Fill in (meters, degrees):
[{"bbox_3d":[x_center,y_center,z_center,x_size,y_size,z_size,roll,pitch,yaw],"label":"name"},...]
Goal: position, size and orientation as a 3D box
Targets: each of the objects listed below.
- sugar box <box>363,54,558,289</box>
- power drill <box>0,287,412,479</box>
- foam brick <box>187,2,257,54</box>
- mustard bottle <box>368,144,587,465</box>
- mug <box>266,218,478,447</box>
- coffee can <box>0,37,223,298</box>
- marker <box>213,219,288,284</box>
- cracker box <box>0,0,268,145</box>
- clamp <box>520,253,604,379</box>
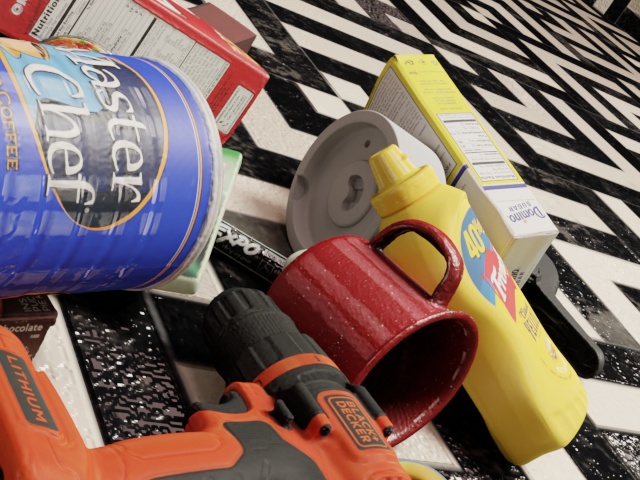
[{"bbox_3d":[0.085,-0.038,0.735,0.048,0.093,0.176,-8,53,-31],"label":"sugar box"},{"bbox_3d":[-0.058,0.073,0.434,0.187,0.057,0.185,7,27,-37],"label":"power drill"},{"bbox_3d":[-0.095,-0.153,0.859,0.051,0.053,0.078,34,24,4],"label":"foam brick"},{"bbox_3d":[0.085,0.030,0.623,0.191,0.058,0.096,58,22,-5],"label":"mustard bottle"},{"bbox_3d":[0.027,0.041,0.554,0.093,0.117,0.082,14,24,-51],"label":"mug"},{"bbox_3d":[-0.122,-0.028,0.414,0.103,0.103,0.140,45,27,27],"label":"coffee can"},{"bbox_3d":[-0.054,0.001,0.647,0.121,0.020,0.020,32,23,-2],"label":"marker"},{"bbox_3d":[-0.158,-0.153,0.684,0.213,0.072,0.164,28,10,-38],"label":"cracker box"},{"bbox_3d":[0.142,0.031,0.813,0.120,0.039,0.171,26,24,-22],"label":"clamp"}]
